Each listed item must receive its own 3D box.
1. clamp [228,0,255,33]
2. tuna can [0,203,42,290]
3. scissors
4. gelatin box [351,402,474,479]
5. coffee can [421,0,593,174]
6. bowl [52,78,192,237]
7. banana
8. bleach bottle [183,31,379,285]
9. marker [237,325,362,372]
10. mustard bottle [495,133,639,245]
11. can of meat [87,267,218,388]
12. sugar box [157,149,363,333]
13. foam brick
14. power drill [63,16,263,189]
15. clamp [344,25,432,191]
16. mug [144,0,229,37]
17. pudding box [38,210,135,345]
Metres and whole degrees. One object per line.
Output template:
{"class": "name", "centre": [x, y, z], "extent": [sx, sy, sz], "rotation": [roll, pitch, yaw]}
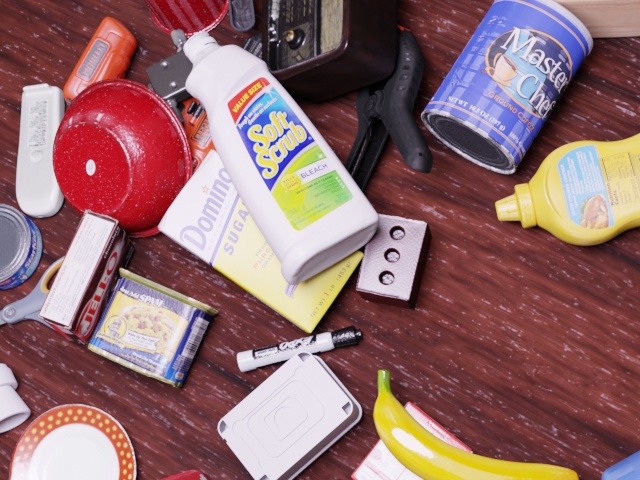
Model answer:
{"class": "clamp", "centre": [-0.088, -0.303, 1.078], "extent": [0.039, 0.120, 0.171], "rotation": [-5, 46, -4]}
{"class": "tuna can", "centre": [-0.330, 0.007, 1.096], "extent": [0.086, 0.033, 0.086], "rotation": [-3, 75, 11]}
{"class": "scissors", "centre": [-0.296, 0.086, 1.078], "extent": [0.202, 0.016, 0.096], "rotation": [-34, 71, 2]}
{"class": "gelatin box", "centre": [0.082, 0.203, 0.960], "extent": [0.073, 0.030, 0.089], "rotation": [37, 85, 17]}
{"class": "coffee can", "centre": [0.174, -0.148, 0.996], "extent": [0.103, 0.102, 0.140], "rotation": [31, 84, 17]}
{"class": "bowl", "centre": [-0.206, -0.074, 1.041], "extent": [0.162, 0.055, 0.162], "rotation": [8, 108, 25]}
{"class": "banana", "centre": [0.121, 0.185, 0.922], "extent": [0.198, 0.037, 0.069], "rotation": [28, 82, 13]}
{"class": "bleach bottle", "centre": [-0.055, -0.087, 0.977], "extent": [0.102, 0.068, 0.251], "rotation": [-30, 73, -20]}
{"class": "marker", "centre": [-0.019, 0.102, 1.013], "extent": [0.121, 0.020, 0.020], "rotation": [-14, 73, 7]}
{"class": "mustard bottle", "centre": [0.256, -0.046, 0.974], "extent": [0.192, 0.058, 0.096], "rotation": [-12, 75, 8]}
{"class": "can of meat", "centre": [-0.163, 0.085, 1.029], "extent": [0.102, 0.057, 0.084], "rotation": [21, 82, 16]}
{"class": "sugar box", "centre": [-0.057, 0.001, 1.010], "extent": [0.176, 0.048, 0.093], "rotation": [34, 84, -1]}
{"class": "foam brick", "centre": [0.070, 0.020, 1.000], "extent": [0.053, 0.051, 0.078], "rotation": [11, 77, 14]}
{"class": "power drill", "centre": [-0.153, -0.158, 1.091], "extent": [0.188, 0.057, 0.184], "rotation": [27, 82, 17]}
{"class": "clamp", "centre": [0.066, -0.121, 1.006], "extent": [0.036, 0.165, 0.210], "rotation": [21, 68, -23]}
{"class": "mug", "centre": [-0.154, -0.278, 1.110], "extent": [0.093, 0.081, 0.117], "rotation": [-38, 71, 0]}
{"class": "pudding box", "centre": [-0.221, 0.038, 1.020], "extent": [0.039, 0.090, 0.113], "rotation": [18, 75, 5]}
